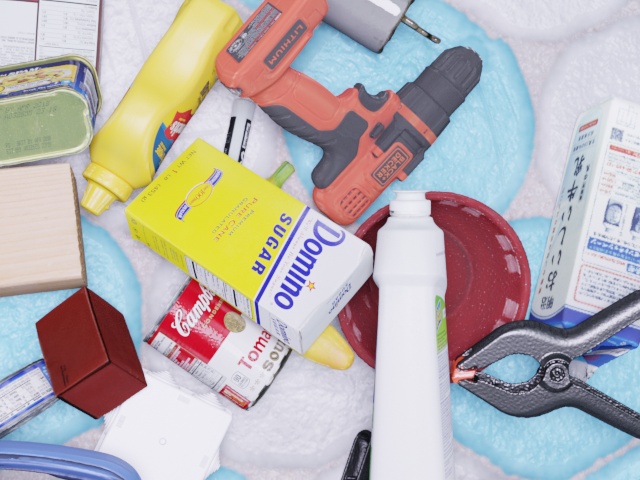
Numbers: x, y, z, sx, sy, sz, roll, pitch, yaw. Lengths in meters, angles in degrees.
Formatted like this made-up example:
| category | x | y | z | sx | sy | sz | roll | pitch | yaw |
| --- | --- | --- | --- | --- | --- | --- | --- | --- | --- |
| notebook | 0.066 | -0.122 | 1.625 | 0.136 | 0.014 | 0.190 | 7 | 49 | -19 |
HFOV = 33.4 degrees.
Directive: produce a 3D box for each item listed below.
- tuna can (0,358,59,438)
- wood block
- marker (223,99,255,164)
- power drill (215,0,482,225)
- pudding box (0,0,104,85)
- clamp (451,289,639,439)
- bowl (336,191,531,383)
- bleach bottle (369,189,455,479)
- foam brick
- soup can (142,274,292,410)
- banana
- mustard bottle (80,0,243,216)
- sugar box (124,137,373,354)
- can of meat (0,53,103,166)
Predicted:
| category | x | y | z | sx | sy | sz | roll | pitch | yaw |
| --- | --- | --- | --- | --- | --- | --- | --- | --- | --- |
| tuna can | -0.238 | 0.126 | 0.812 | 0.086 | 0.086 | 0.034 | -33 | 88 | -12 |
| wood block | -0.288 | 0.002 | 0.817 | 0.206 | 0.090 | 0.091 | -7 | 84 | -10 |
| marker | -0.076 | -0.058 | 0.895 | 0.020 | 0.020 | 0.121 | 13 | 81 | -8 |
| power drill | 0.024 | -0.125 | 0.851 | 0.184 | 0.057 | 0.187 | -48 | 122 | 2 |
| pudding box | -0.224 | -0.180 | 0.876 | 0.090 | 0.039 | 0.113 | 3 | 85 | -11 |
| clamp | 0.191 | 0.091 | 0.844 | 0.171 | 0.039 | 0.120 | 6 | 93 | 1 |
| bowl | 0.088 | 0.035 | 0.881 | 0.162 | 0.055 | 0.162 | -1 | 101 | -6 |
| bleach bottle | 0.070 | 0.086 | 0.819 | 0.068 | 0.102 | 0.251 | 0 | 94 | 10 |
| foam brick | -0.177 | 0.087 | 0.822 | 0.053 | 0.051 | 0.078 | -34 | 51 | 9 |
| soup can | -0.081 | 0.081 | 0.853 | 0.102 | 0.068 | 0.068 | 35 | 79 | -4 |
| banana | -0.032 | 0.024 | 0.856 | 0.070 | 0.037 | 0.198 | -26 | 61 | 13 |
| mustard bottle | -0.132 | -0.103 | 0.852 | 0.058 | 0.096 | 0.191 | 32 | 79 | -1 |
| sugar box | -0.055 | 0.001 | 0.824 | 0.176 | 0.048 | 0.093 | 31 | 64 | 22 |
| can of meat | -0.222 | -0.099 | 0.819 | 0.102 | 0.084 | 0.057 | -11 | 116 | -3 |
